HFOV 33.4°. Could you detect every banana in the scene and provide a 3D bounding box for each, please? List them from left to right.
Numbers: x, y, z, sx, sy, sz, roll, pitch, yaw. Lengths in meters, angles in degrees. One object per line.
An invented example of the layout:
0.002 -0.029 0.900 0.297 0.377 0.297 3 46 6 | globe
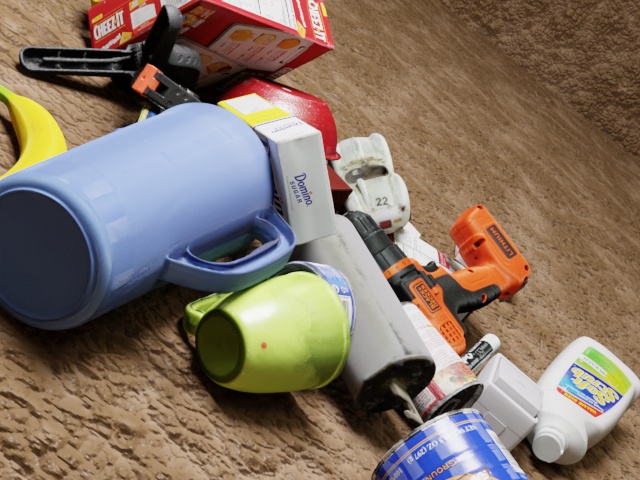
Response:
-0.234 -0.062 0.841 0.069 0.037 0.198 9 31 -19 | banana

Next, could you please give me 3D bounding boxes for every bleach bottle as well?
0.273 0.181 1.134 0.102 0.068 0.250 43 25 10 | bleach bottle

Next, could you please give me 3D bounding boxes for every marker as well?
0.137 0.125 1.032 0.020 0.020 0.120 44 44 12 | marker

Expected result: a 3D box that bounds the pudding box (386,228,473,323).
0.114 0.039 1.186 0.113 0.039 0.090 31 26 -14 | pudding box

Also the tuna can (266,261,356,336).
-0.013 0.060 0.881 0.033 0.086 0.086 11 35 -47 | tuna can

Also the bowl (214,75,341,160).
-0.044 -0.143 1.195 0.162 0.055 0.162 19 12 -4 | bowl

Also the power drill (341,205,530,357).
0.121 0.026 1.115 0.187 0.057 0.184 -26 77 -42 | power drill

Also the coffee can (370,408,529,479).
0.115 0.208 0.775 0.102 0.103 0.140 12 34 -48 | coffee can

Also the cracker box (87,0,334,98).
-0.117 -0.229 1.159 0.213 0.164 0.072 8 67 -51 | cracker box

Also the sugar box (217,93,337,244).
-0.042 -0.067 0.941 0.048 0.093 0.176 -15 22 -14 | sugar box

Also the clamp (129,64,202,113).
-0.128 -0.125 1.038 0.120 0.039 0.171 25 0 11 | clamp

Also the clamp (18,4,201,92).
-0.169 -0.180 1.053 0.209 0.165 0.036 7 72 -66 | clamp

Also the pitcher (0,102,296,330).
-0.131 -0.016 0.787 0.242 0.149 0.145 -35 110 -64 | pitcher

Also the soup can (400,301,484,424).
0.089 0.114 0.963 0.068 0.069 0.102 6 39 -54 | soup can
